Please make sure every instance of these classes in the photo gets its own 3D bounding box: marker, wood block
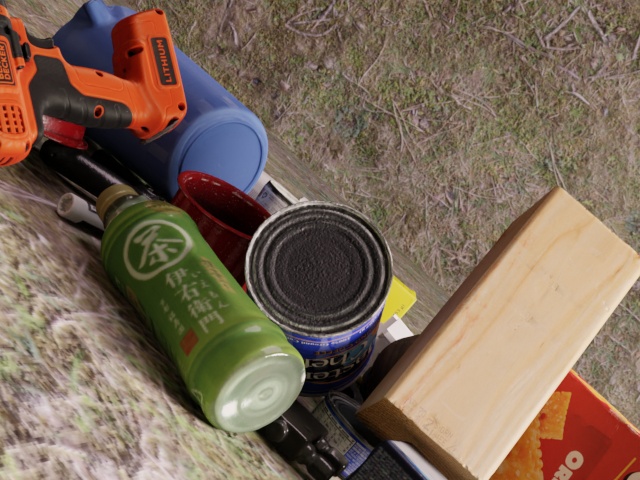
[{"bbox_3d":[-0.158,-0.006,0.839,0.020,0.020,0.121,46,8,39],"label":"marker"},{"bbox_3d":[0.130,0.073,0.769,0.090,0.206,0.091,41,-21,3],"label":"wood block"}]

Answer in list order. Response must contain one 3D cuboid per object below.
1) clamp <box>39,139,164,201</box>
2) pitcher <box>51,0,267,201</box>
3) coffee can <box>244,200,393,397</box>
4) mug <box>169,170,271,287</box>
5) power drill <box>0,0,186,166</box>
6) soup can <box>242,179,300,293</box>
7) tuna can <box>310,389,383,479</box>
[{"bbox_3d":[-0.163,-0.033,0.917,0.171,0.039,0.120,36,11,17],"label":"clamp"},{"bbox_3d":[-0.157,-0.116,1.030,0.149,0.145,0.243,23,12,-49],"label":"pitcher"},{"bbox_3d":[-0.004,0.047,0.788,0.103,0.102,0.140,43,-20,16],"label":"coffee can"},{"bbox_3d":[-0.083,0.006,0.835,0.093,0.082,0.117,42,19,24],"label":"mug"},{"bbox_3d":[-0.199,-0.145,0.809,0.187,0.057,0.184,-5,78,-45],"label":"power drill"},{"bbox_3d":[-0.057,0.001,1.015,0.068,0.102,0.068,41,6,-6],"label":"soup can"},{"bbox_3d":[0.028,0.153,0.798,0.086,0.034,0.086,40,6,-6],"label":"tuna can"}]
